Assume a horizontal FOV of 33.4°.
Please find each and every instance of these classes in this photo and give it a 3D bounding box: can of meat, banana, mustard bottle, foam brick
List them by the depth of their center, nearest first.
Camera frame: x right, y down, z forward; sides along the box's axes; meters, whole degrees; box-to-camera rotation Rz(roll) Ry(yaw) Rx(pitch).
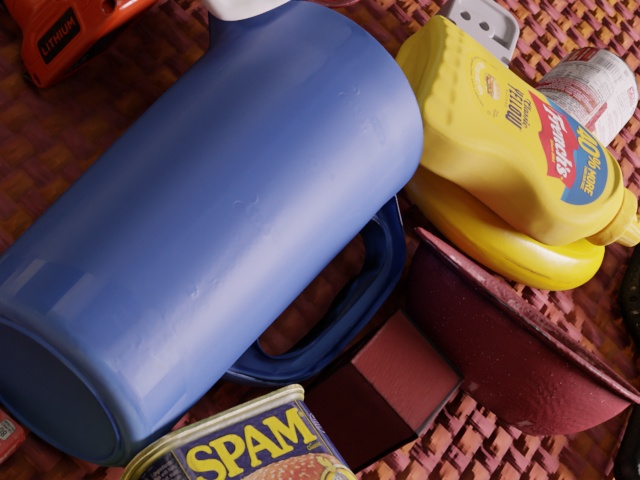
[{"bbox_3d":[-0.028,0.123,0.480,0.101,0.058,0.084,-15,59,-43],"label":"can of meat"},{"bbox_3d":[0.027,0.082,0.565,0.051,0.078,0.052,47,48,1],"label":"foam brick"},{"bbox_3d":[0.127,-0.050,0.652,0.191,0.058,0.096,32,44,-21],"label":"mustard bottle"},{"bbox_3d":[0.122,-0.007,0.692,0.197,0.037,0.069,19,46,-34],"label":"banana"}]

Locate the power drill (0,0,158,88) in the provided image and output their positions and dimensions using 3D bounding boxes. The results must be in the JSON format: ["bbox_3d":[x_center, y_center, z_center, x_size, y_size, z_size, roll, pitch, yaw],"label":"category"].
[{"bbox_3d":[-0.160,-0.187,0.552,0.187,0.185,0.057,54,50,-6],"label":"power drill"}]

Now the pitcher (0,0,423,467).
[{"bbox_3d":[-0.054,0.001,0.539,0.149,0.145,0.242,28,52,16],"label":"pitcher"}]

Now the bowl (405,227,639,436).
[{"bbox_3d":[0.103,0.061,0.606,0.162,0.162,0.055,36,96,-5],"label":"bowl"}]
